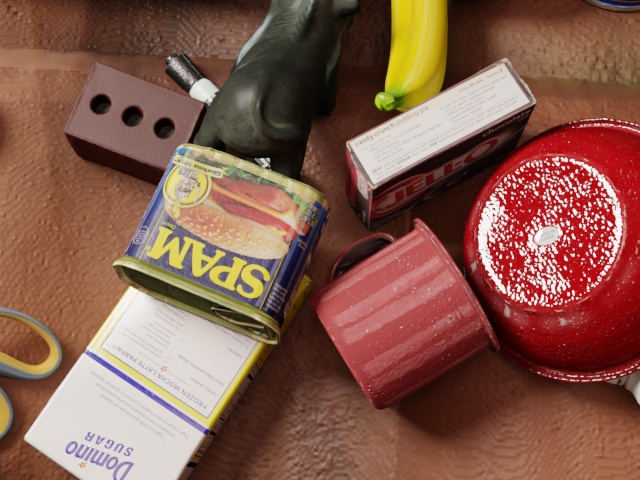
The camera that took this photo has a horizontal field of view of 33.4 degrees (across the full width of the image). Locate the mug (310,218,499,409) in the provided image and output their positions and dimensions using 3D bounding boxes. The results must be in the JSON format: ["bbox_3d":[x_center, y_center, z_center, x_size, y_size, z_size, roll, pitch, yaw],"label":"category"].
[{"bbox_3d":[0.042,0.040,0.642,0.081,0.093,0.117,-31,47,-1],"label":"mug"}]

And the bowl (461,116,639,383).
[{"bbox_3d":[0.142,0.000,0.619,0.162,0.055,0.162,-9,74,35],"label":"bowl"}]

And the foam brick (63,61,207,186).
[{"bbox_3d":[-0.116,-0.071,0.684,0.078,0.051,0.053,20,77,6],"label":"foam brick"}]

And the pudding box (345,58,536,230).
[{"bbox_3d":[0.070,-0.056,0.656,0.113,0.090,0.039,-30,77,-6],"label":"pudding box"}]

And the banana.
[{"bbox_3d":[0.059,-0.159,0.669,0.037,0.069,0.198,-3,70,14],"label":"banana"}]

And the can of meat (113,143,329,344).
[{"bbox_3d":[-0.054,0.001,0.615,0.102,0.057,0.084,22,73,6],"label":"can of meat"}]

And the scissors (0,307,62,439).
[{"bbox_3d":[-0.255,0.065,0.627,0.201,0.016,0.096,14,92,-26],"label":"scissors"}]

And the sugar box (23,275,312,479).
[{"bbox_3d":[-0.089,0.073,0.652,0.093,0.048,0.176,33,82,9],"label":"sugar box"}]

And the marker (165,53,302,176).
[{"bbox_3d":[-0.059,-0.079,0.701,0.020,0.020,0.121,-43,79,-8],"label":"marker"}]
